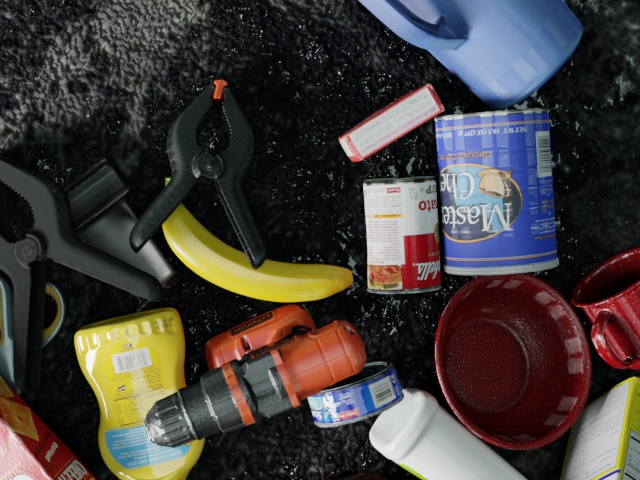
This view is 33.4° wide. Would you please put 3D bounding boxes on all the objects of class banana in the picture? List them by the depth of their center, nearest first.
[{"bbox_3d":[-0.069,0.016,0.977,0.197,0.037,0.069,28,93,-6],"label":"banana"}]

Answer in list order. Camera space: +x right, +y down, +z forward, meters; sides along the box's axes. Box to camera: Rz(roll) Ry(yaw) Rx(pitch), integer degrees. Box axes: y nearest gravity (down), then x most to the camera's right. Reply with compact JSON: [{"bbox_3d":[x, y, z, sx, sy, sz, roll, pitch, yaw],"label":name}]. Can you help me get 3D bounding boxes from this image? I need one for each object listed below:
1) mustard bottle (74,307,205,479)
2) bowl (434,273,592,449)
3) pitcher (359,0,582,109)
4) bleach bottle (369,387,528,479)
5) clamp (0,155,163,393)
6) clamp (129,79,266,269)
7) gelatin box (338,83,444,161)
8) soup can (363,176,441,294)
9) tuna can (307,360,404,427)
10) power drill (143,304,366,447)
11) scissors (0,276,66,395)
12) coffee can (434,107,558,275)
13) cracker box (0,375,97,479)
[{"bbox_3d":[-0.156,0.163,0.970,0.096,0.058,0.191,-12,95,-5],"label":"mustard bottle"},{"bbox_3d":[0.166,0.111,0.978,0.162,0.055,0.162,5,75,-20],"label":"bowl"},{"bbox_3d":[0.107,-0.226,0.926,0.242,0.145,0.149,44,92,-9],"label":"pitcher"},{"bbox_3d":[0.165,0.234,0.978,0.250,0.103,0.068,38,82,-6],"label":"bleach bottle"},{"bbox_3d":[-0.236,0.008,0.934,0.165,0.036,0.210,-28,80,16],"label":"clamp"},{"bbox_3d":[-0.110,-0.058,0.950,0.120,0.039,0.171,1,77,-18],"label":"clamp"},{"bbox_3d":[0.062,-0.106,0.960,0.089,0.073,0.030,-32,95,-2],"label":"gelatin box"},{"bbox_3d":[0.074,-0.006,0.972,0.068,0.068,0.102,-3,94,-5],"label":"soup can"},{"bbox_3d":[0.031,0.138,0.969,0.086,0.086,0.034,-18,94,-3],"label":"tuna can"},{"bbox_3d":[-0.059,0.112,0.910,0.184,0.188,0.057,-21,97,-5],"label":"power drill"},{"bbox_3d":[-0.266,0.124,0.980,0.096,0.016,0.202,-14,95,-3],"label":"scissors"},{"bbox_3d":[0.158,-0.044,0.958,0.102,0.103,0.140,-5,94,-4],"label":"coffee can"},{"bbox_3d":[-0.331,0.194,0.934,0.164,0.072,0.213,-41,92,9],"label":"cracker box"}]
